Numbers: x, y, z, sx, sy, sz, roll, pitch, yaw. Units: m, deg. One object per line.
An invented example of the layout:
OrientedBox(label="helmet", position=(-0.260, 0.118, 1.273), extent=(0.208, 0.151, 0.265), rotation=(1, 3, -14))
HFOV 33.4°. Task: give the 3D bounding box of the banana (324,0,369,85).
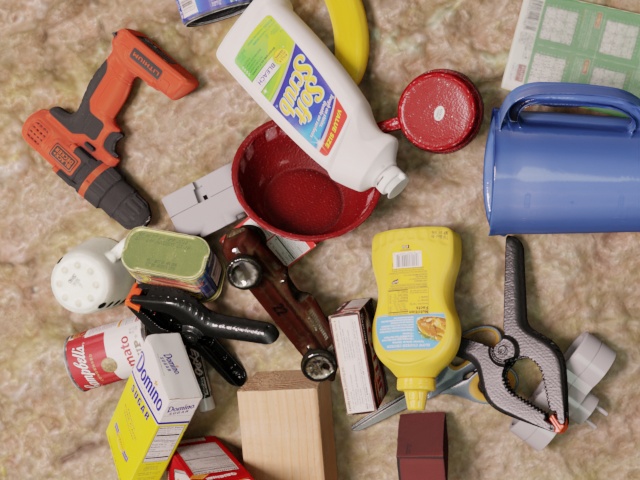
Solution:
OrientedBox(label="banana", position=(0.015, -0.242, 1.156), extent=(0.070, 0.037, 0.198), rotation=(-7, 96, 11))

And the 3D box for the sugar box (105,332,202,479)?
OrientedBox(label="sugar box", position=(-0.188, 0.194, 1.184), extent=(0.093, 0.048, 0.176), rotation=(63, 141, 39))

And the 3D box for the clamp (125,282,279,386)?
OrientedBox(label="clamp", position=(-0.138, 0.104, 1.194), extent=(0.171, 0.039, 0.120), rotation=(24, 132, 1))

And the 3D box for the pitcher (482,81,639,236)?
OrientedBox(label="pitcher", position=(0.287, -0.075, 1.078), extent=(0.243, 0.149, 0.145), rotation=(1, 86, 7))

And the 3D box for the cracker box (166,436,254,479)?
OrientedBox(label="cracker box", position=(-0.112, 0.318, 1.158), extent=(0.072, 0.214, 0.164), rotation=(-6, 95, -18))

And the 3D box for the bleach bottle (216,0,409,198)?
OrientedBox(label="bleach bottle", position=(0.003, -0.145, 1.121), extent=(0.251, 0.068, 0.103), rotation=(47, 108, 19))

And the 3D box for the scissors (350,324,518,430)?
OrientedBox(label="scissors", position=(0.136, 0.178, 1.195), extent=(0.096, 0.016, 0.202), rotation=(46, 102, 4))

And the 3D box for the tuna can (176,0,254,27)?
OrientedBox(label="tuna can", position=(-0.112, -0.259, 1.152), extent=(0.086, 0.086, 0.034), rotation=(-16, 95, 12))

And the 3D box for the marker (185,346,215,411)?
OrientedBox(label="marker", position=(-0.145, 0.138, 1.240), extent=(0.020, 0.020, 0.121), rotation=(-11, 95, 11))

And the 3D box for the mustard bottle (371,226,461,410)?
OrientedBox(label="mustard bottle", position=(0.102, 0.084, 1.138), extent=(0.096, 0.058, 0.191), rotation=(-5, 76, 26))

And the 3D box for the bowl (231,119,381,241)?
OrientedBox(label="bowl", position=(-0.016, -0.057, 1.152), extent=(0.162, 0.055, 0.162), rotation=(2, 60, -4))

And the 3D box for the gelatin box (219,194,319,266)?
OrientedBox(label="gelatin box", position=(-0.058, 0.002, 1.203), extent=(0.089, 0.030, 0.073), rotation=(-38, 90, 12))

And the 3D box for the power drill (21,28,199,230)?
OrientedBox(label="power drill", position=(-0.222, -0.128, 1.202), extent=(0.184, 0.057, 0.188), rotation=(41, 102, 3))

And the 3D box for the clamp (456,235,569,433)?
OrientedBox(label="clamp", position=(0.188, 0.121, 1.142), extent=(0.165, 0.036, 0.210), rotation=(-33, 68, 16))

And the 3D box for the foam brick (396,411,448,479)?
OrientedBox(label="foam brick", position=(0.112, 0.232, 1.170), extent=(0.053, 0.078, 0.051), rotation=(-3, 118, 11))

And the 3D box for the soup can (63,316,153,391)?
OrientedBox(label="soup can", position=(-0.235, 0.128, 1.231), extent=(0.102, 0.068, 0.068), rotation=(-17, 94, 11))

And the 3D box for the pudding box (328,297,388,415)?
OrientedBox(label="pudding box", position=(0.043, 0.126, 1.169), extent=(0.039, 0.090, 0.113), rotation=(-12, 94, 12))

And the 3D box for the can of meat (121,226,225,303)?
OrientedBox(label="can of meat", position=(-0.164, 0.027, 1.189), extent=(0.102, 0.084, 0.057), rotation=(10, 72, 9))

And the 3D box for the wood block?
OrientedBox(label="wood block", position=(-0.031, 0.256, 1.198), extent=(0.090, 0.090, 0.206), rotation=(-4, 96, 10))

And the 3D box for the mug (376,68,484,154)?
OrientedBox(label="mug", position=(0.114, -0.133, 1.128), extent=(0.117, 0.081, 0.093), rotation=(-12, 95, 11))
